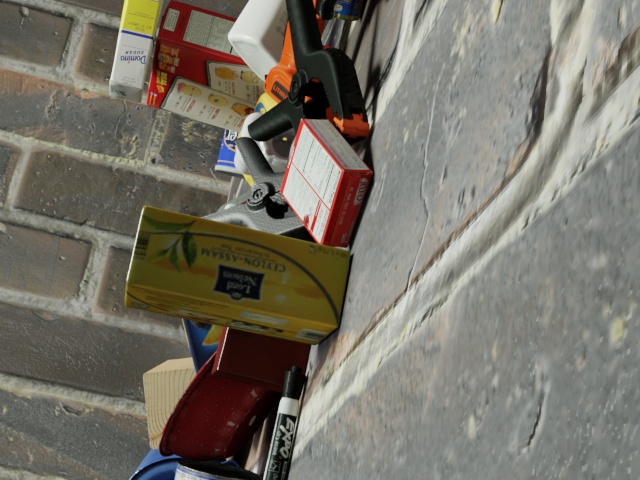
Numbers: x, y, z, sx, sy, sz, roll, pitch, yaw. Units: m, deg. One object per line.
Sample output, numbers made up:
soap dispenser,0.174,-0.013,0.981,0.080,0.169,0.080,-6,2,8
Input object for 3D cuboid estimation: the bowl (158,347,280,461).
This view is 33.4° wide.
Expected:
bowl,-0.086,0.160,1.046,0.162,0.055,0.162,-50,-15,-19

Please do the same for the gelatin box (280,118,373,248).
gelatin box,0.004,-0.048,0.876,0.089,0.030,0.073,53,135,46

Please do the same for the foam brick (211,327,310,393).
foam brick,-0.053,0.104,0.963,0.051,0.078,0.053,129,155,-74

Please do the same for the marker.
marker,-0.032,0.168,0.916,0.020,0.020,0.121,135,148,-76

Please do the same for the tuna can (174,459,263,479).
tuna can,-0.101,0.240,1.041,0.086,0.086,0.034,161,121,-81

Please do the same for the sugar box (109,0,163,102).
sugar box,-0.217,-0.261,1.278,0.093,0.048,0.176,164,119,-79

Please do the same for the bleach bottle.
bleach bottle,-0.007,-0.306,1.237,0.250,0.068,0.102,-60,-40,-14

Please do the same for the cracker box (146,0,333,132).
cracker box,-0.106,-0.209,1.360,0.164,0.213,0.072,119,164,-63

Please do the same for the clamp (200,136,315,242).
clamp,-0.058,-0.027,0.995,0.172,0.039,0.120,29,85,47

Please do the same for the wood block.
wood block,-0.153,0.192,1.304,0.206,0.091,0.090,116,148,-88

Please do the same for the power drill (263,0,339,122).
power drill,0.004,-0.214,1.058,0.185,0.057,0.188,49,133,52

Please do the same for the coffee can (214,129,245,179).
coffee can,-0.088,-0.158,1.558,0.103,0.102,0.140,-177,101,-82

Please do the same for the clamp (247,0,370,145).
clamp,-0.008,-0.147,0.970,0.210,0.036,0.165,39,121,59
